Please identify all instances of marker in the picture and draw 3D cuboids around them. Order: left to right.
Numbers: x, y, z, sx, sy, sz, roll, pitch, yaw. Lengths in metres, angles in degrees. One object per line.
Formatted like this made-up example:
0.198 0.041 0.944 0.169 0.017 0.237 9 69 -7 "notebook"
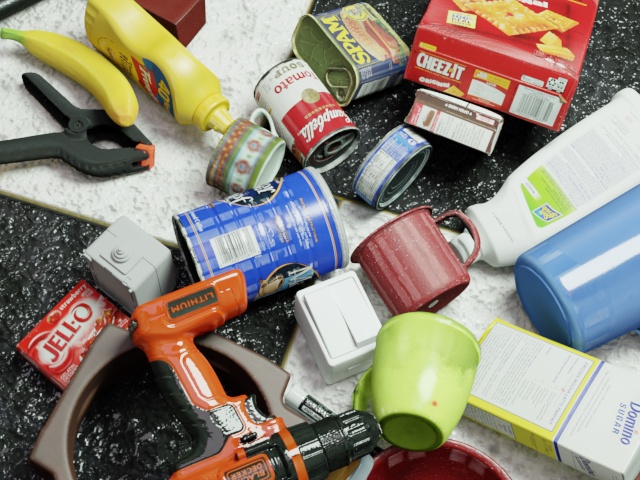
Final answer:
0.020 0.173 0.970 0.121 0.020 0.020 34 67 13 "marker"

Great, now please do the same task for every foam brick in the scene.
-0.169 -0.249 1.148 0.078 0.053 0.051 29 66 12 "foam brick"

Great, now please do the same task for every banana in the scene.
-0.243 -0.169 1.098 0.198 0.037 0.069 33 39 25 "banana"

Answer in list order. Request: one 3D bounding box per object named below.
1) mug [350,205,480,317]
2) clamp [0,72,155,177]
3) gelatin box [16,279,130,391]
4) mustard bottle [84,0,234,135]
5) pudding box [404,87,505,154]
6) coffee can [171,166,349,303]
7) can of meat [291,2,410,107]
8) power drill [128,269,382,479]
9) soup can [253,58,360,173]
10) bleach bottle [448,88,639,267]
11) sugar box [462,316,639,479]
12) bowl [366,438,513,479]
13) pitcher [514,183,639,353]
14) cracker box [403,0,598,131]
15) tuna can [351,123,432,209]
0.098 0.020 1.005 0.117 0.093 0.081 -34 74 6 "mug"
-0.255 -0.100 1.078 0.171 0.039 0.120 22 62 10 "clamp"
-0.225 0.093 0.992 0.073 0.030 0.089 37 68 14 "gelatin box"
-0.158 -0.173 1.087 0.192 0.096 0.058 42 69 16 "mustard bottle"
0.137 -0.122 1.070 0.090 0.113 0.039 21 101 8 "pudding box"
-0.057 0.001 1.004 0.140 0.103 0.103 -20 67 -12 "coffee can"
0.034 -0.198 1.119 0.083 0.058 0.102 -23 67 -35 "can of meat"
-0.063 0.122 0.869 0.184 0.057 0.188 -20 73 -17 "power drill"
-0.015 -0.127 1.088 0.068 0.068 0.102 -29 68 -16 "soup can"
0.233 -0.052 1.066 0.250 0.068 0.103 -29 68 -13 "bleach bottle"
0.210 0.142 0.947 0.176 0.048 0.093 24 65 32 "sugar box"
0.096 0.254 0.915 0.162 0.055 0.162 1 64 -2 "bowl"
0.314 0.020 1.007 0.242 0.145 0.149 -27 55 -11 "pitcher"
0.194 -0.219 1.100 0.164 0.072 0.213 20 43 6 "cracker box"
0.071 -0.072 1.054 0.034 0.086 0.086 42 69 14 "tuna can"
